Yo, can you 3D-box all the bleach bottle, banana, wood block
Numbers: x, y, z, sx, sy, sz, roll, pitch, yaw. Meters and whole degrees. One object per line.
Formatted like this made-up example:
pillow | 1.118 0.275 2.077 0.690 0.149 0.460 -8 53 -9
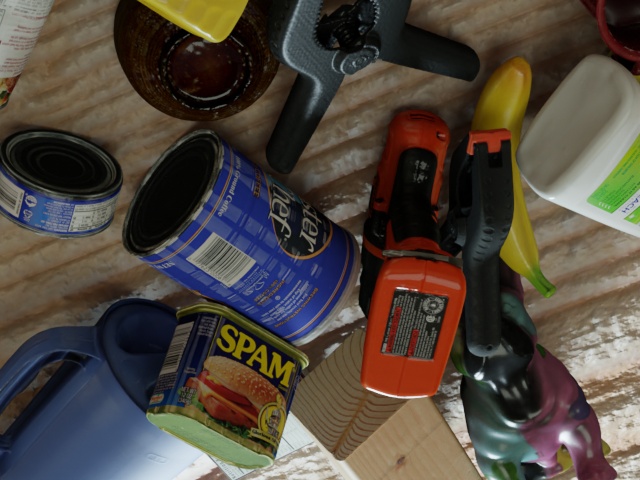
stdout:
bleach bottle | 0.261 -0.045 0.770 0.250 0.068 0.103 17 122 -34
banana | 0.141 -0.051 0.794 0.037 0.070 0.198 -37 127 -31
wood block | 0.064 0.182 0.908 0.090 0.090 0.206 -41 134 -9

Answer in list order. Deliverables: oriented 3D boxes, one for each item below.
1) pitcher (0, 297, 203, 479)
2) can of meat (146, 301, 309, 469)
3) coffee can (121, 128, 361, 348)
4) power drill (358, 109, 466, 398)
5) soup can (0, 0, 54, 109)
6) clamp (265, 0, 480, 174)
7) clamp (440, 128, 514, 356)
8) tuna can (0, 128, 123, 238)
pitcher | -0.193 0.163 0.844 0.149 0.144 0.243 48 113 4
can of meat | -0.066 0.105 0.756 0.102 0.084 0.058 34 147 -29
coffee can | -0.055 0.001 0.764 0.103 0.103 0.140 -42 124 19
power drill | 0.057 0.023 0.754 0.057 0.187 0.184 6 122 -3
soup can | -0.204 -0.138 0.647 0.068 0.068 0.102 20 120 -25
clamp | 0.028 -0.129 0.679 0.164 0.036 0.210 -25 154 -5
clamp | 0.109 -0.014 0.783 0.039 0.120 0.171 -8 123 -18
tuna can | -0.177 -0.040 0.717 0.086 0.086 0.034 11 122 -20
